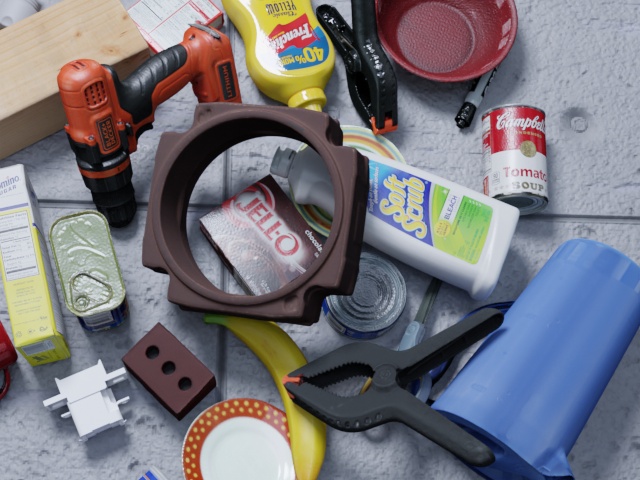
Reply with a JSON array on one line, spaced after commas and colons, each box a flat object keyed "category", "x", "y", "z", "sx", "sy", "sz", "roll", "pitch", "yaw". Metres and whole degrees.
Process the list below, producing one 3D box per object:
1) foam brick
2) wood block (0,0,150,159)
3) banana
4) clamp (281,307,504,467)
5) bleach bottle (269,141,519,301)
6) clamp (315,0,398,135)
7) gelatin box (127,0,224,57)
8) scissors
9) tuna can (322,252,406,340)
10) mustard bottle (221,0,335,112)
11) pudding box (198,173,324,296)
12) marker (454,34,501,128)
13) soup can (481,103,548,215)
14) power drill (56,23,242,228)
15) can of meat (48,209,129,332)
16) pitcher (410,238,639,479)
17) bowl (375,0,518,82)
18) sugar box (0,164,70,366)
[{"category": "foam brick", "x": -0.146, "y": 0.128, "z": 1.033, "sx": 0.078, "sy": 0.051, "sz": 0.053, "roll": 42, "pitch": 74, "yaw": 8}, {"category": "wood block", "x": -0.286, "y": -0.169, "z": 1.095, "sx": 0.206, "sy": 0.091, "sz": 0.090, "roll": -30, "pitch": 77, "yaw": -13}, {"category": "banana", "x": -0.038, "y": 0.142, "z": 1.042, "sx": 0.069, "sy": 0.037, "sz": 0.198, "roll": -30, "pitch": 71, "yaw": -11}, {"category": "clamp", "x": 0.070, "y": 0.125, "z": 0.981, "sx": 0.210, "sy": 0.036, "sz": 0.164, "roll": 2, "pitch": 47, "yaw": 23}, {"category": "bleach bottle", "x": 0.067, "y": -0.031, "z": 1.077, "sx": 0.251, "sy": 0.068, "sz": 0.102, "roll": 21, "pitch": 72, "yaw": 3}, {"category": "clamp", "x": 0.047, "y": -0.200, "z": 1.126, "sx": 0.039, "sy": 0.120, "sz": 0.171, "roll": -20, "pitch": 79, "yaw": -17}, {"category": "gelatin box", "x": -0.161, "y": -0.240, "z": 1.161, "sx": 0.089, "sy": 0.030, "sz": 0.073, "roll": -43, "pitch": 79, "yaw": -16}, {"category": "scissors", "x": 0.102, "y": 0.100, "z": 1.053, "sx": 0.016, "sy": 0.096, "sz": 0.201, "roll": 44, "pitch": 72, "yaw": -28}, {"category": "tuna can", "x": 0.044, "y": 0.056, "z": 1.083, "sx": 0.086, "sy": 0.034, "sz": 0.086, "roll": 2, "pitch": 72, "yaw": -5}, {"category": "mustard bottle", "x": -0.037, "y": -0.208, "z": 1.147, "sx": 0.096, "sy": 0.058, "sz": 0.192, "roll": -14, "pitch": 74, "yaw": -21}, {"category": "pudding box", "x": -0.057, "y": 0.001, "z": 1.088, "sx": 0.090, "sy": 0.039, "sz": 0.113, "roll": -34, "pitch": 78, "yaw": -14}, {"category": "marker", "x": 0.178, "y": -0.174, "z": 1.177, "sx": 0.020, "sy": 0.020, "sz": 0.121, "roll": 27, "pitch": 72, "yaw": 3}, {"category": "soup can", "x": 0.205, "y": -0.084, "z": 1.126, "sx": 0.068, "sy": 0.068, "sz": 0.102, "roll": 3, "pitch": 73, "yaw": -5}, {"category": "power drill", "x": -0.166, "y": -0.122, "z": 1.074, "sx": 0.057, "sy": 0.184, "sz": 0.187, "roll": 29, "pitch": 51, "yaw": 36}, {"category": "can of meat", "x": -0.223, "y": 0.033, "z": 1.039, "sx": 0.057, "sy": 0.084, "sz": 0.102, "roll": -16, "pitch": 74, "yaw": -10}, {"category": "pitcher", "x": 0.211, "y": 0.114, "z": 1.040, "sx": 0.149, "sy": 0.145, "sz": 0.242, "roll": 41, "pitch": 69, "yaw": -5}, {"category": "bowl", "x": 0.132, "y": -0.236, "z": 1.174, "sx": 0.162, "sy": 0.055, "sz": 0.162, "roll": 2, "pitch": 72, "yaw": -5}, {"category": "sugar box", "x": -0.284, "y": 0.025, "z": 1.031, "sx": 0.048, "sy": 0.093, "sz": 0.176, "roll": -15, "pitch": 73, "yaw": -10}]
